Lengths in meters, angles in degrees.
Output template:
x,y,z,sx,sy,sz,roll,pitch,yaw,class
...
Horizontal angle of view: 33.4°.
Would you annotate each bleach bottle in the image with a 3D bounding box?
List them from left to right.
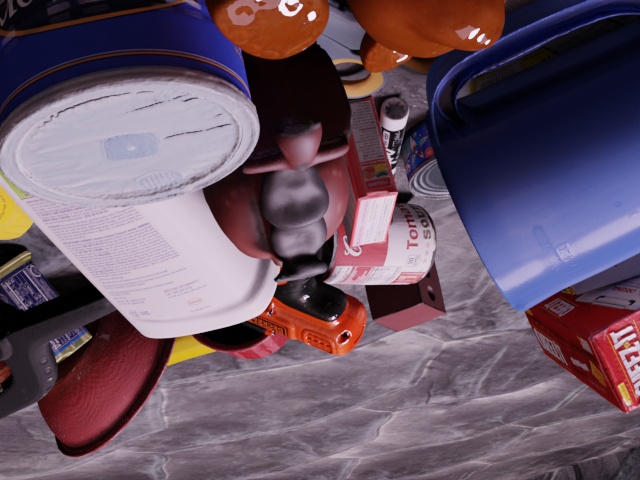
x,y,z,sx,sy,sz,roll,pitch,yaw,class
-0.123,-0.044,0.578,0.103,0.068,0.250,-14,136,22,bleach bottle

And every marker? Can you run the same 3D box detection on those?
x,y,z,sx,sy,sz,roll,pitch,yaw,class
0.048,-0.065,0.766,0.020,0.020,0.121,-10,159,-5,marker

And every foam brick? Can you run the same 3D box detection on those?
x,y,z,sx,sy,sz,roll,pitch,yaw,class
0.072,0.034,0.946,0.051,0.078,0.052,-20,157,24,foam brick

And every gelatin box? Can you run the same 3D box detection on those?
x,y,z,sx,sy,sz,roll,pitch,yaw,class
0.029,-0.045,0.732,0.030,0.073,0.089,-10,158,-6,gelatin box

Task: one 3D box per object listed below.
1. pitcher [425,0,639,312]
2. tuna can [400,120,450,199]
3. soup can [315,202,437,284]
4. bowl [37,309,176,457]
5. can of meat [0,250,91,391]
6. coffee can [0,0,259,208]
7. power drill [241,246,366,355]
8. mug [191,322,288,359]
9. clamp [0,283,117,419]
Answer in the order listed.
x,y,z,sx,sy,sz,roll,pitch,yaw,class
0.185,-0.072,0.596,0.243,0.145,0.149,-26,171,17,pitcher
0.103,-0.063,0.780,0.086,0.034,0.086,-11,159,-4,tuna can
0.034,0.001,0.858,0.102,0.068,0.069,2,155,-33,soup can
-0.193,0.099,0.905,0.162,0.162,0.055,-28,127,35,bowl
-0.237,0.069,0.835,0.102,0.084,0.057,-35,-175,45,can of meat
-0.088,-0.098,0.444,0.102,0.140,0.103,-11,159,-4,coffee can
-0.055,0.001,0.762,0.184,0.057,0.187,20,154,15,power drill
-0.058,0.048,0.917,0.117,0.093,0.081,-49,164,-6,mug
-0.235,0.056,0.751,0.164,0.036,0.210,29,134,-4,clamp
